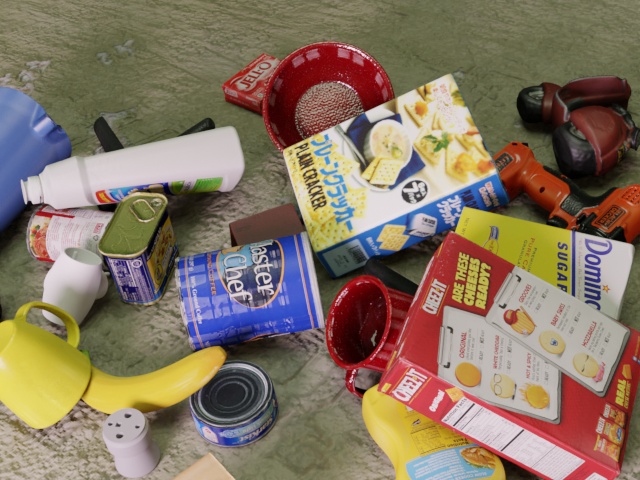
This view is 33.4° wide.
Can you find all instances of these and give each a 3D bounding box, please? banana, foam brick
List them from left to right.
[{"bbox_3d":[-0.180,0.140,1.063,0.198,0.037,0.069,-4,73,31],"label":"banana"},{"bbox_3d":[-0.058,0.001,1.195,0.078,0.051,0.053,-18,62,-9],"label":"foam brick"}]

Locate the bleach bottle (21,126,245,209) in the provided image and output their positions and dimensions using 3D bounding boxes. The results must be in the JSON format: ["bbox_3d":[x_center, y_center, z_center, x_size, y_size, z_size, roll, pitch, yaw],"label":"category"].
[{"bbox_3d":[-0.220,-0.076,1.245,0.250,0.103,0.068,-12,81,-20],"label":"bleach bottle"}]

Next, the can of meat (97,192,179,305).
[{"bbox_3d":[-0.200,0.010,1.199,0.057,0.084,0.102,3,45,14],"label":"can of meat"}]

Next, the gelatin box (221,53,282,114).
[{"bbox_3d":[-0.078,-0.213,1.452,0.073,0.030,0.089,26,53,33],"label":"gelatin box"}]

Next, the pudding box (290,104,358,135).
[{"bbox_3d":[0.003,-0.175,1.390,0.090,0.039,0.113,-9,41,2],"label":"pudding box"}]

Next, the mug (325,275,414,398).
[{"bbox_3d":[0.061,0.100,1.046,0.093,0.081,0.117,17,88,53],"label":"mug"}]

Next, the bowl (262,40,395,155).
[{"bbox_3d":[0.011,-0.160,1.311,0.162,0.055,0.162,0,83,2],"label":"bowl"}]

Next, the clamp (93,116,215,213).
[{"bbox_3d":[-0.240,-0.091,1.347,0.165,0.036,0.209,6,46,16],"label":"clamp"}]

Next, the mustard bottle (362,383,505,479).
[{"bbox_3d":[0.111,0.203,0.953,0.096,0.058,0.192,-10,42,-14],"label":"mustard bottle"}]

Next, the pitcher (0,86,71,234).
[{"bbox_3d":[-0.426,-0.060,1.298,0.145,0.149,0.242,22,53,10],"label":"pitcher"}]

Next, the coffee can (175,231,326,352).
[{"bbox_3d":[-0.072,0.054,1.115,0.140,0.103,0.103,-11,43,-1],"label":"coffee can"}]

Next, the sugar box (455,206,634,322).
[{"bbox_3d":[0.217,0.031,1.068,0.176,0.048,0.093,12,64,19],"label":"sugar box"}]

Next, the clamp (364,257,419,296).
[{"bbox_3d":[0.112,0.064,1.116,0.120,0.039,0.171,-15,44,8],"label":"clamp"}]

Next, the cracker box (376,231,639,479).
[{"bbox_3d":[0.178,0.112,0.971,0.213,0.072,0.164,27,49,0],"label":"cracker box"}]

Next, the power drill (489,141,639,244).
[{"bbox_3d":[0.246,-0.022,1.170,0.184,0.057,0.188,-39,52,-23],"label":"power drill"}]

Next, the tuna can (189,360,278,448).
[{"bbox_3d":[-0.086,0.160,1.055,0.086,0.034,0.086,-5,43,5],"label":"tuna can"}]

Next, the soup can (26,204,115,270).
[{"bbox_3d":[-0.279,-0.003,1.240,0.102,0.068,0.068,7,46,17],"label":"soup can"}]
